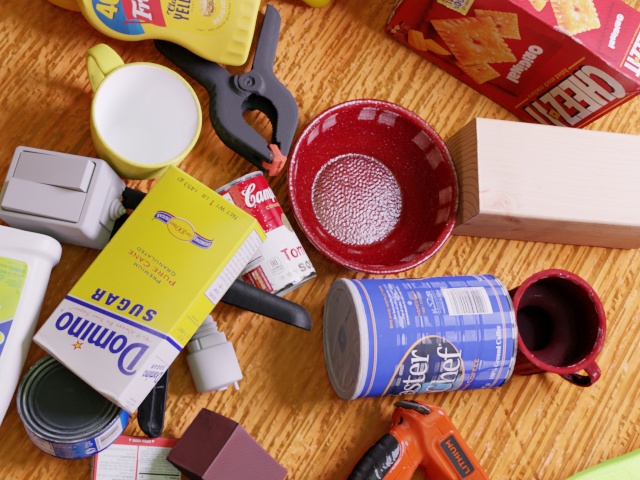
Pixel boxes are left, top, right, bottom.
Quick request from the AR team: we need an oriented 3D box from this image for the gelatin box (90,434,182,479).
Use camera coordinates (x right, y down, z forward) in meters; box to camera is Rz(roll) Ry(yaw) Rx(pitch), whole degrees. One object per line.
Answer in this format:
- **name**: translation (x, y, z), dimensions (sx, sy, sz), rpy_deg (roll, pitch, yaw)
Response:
- **gelatin box**: translation (-0.150, 0.203, 0.863), dimensions (0.073, 0.030, 0.089), rpy_deg (7, 76, -16)

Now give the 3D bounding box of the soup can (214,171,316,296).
- **soup can**: translation (-0.056, 0.001, 0.915), dimensions (0.068, 0.069, 0.102), rpy_deg (-27, 86, -20)

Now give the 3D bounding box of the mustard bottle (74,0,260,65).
- **mustard bottle**: translation (-0.147, -0.214, 0.897), dimensions (0.191, 0.058, 0.096), rpy_deg (12, 112, -7)

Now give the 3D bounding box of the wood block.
- **wood block**: translation (0.224, -0.050, 0.998), dimensions (0.205, 0.090, 0.091), rpy_deg (4, 76, -15)

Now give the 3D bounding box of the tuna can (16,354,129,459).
- **tuna can**: translation (-0.195, 0.129, 0.846), dimensions (0.086, 0.034, 0.086), rpy_deg (1, 52, -1)

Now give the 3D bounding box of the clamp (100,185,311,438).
- **clamp**: translation (-0.128, 0.045, 0.880), dimensions (0.164, 0.036, 0.210), rpy_deg (-42, 71, 2)

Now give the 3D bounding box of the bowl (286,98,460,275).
- **bowl**: translation (0.042, -0.043, 0.961), dimensions (0.162, 0.055, 0.162), rpy_deg (4, 77, -15)

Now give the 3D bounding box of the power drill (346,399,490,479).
- **power drill**: translation (0.057, 0.240, 0.889), dimensions (0.187, 0.057, 0.184), rpy_deg (-41, 110, -25)

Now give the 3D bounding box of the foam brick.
- **foam brick**: translation (-0.075, 0.181, 0.860), dimensions (0.053, 0.051, 0.078), rpy_deg (-53, 130, -20)

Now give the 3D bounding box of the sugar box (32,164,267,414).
- **sugar box**: translation (-0.132, 0.036, 0.834), dimensions (0.093, 0.048, 0.176), rpy_deg (32, 76, 21)

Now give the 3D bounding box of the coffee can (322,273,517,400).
- **coffee can**: translation (0.083, 0.082, 0.919), dimensions (0.140, 0.103, 0.103), rpy_deg (-2, 78, -17)

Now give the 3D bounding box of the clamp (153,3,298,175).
- **clamp**: translation (-0.078, -0.135, 0.946), dimensions (0.120, 0.039, 0.171), rpy_deg (-10, 64, -10)

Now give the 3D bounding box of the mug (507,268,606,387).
- **mug**: translation (0.205, 0.087, 0.965), dimensions (0.117, 0.082, 0.093), rpy_deg (45, 70, -3)

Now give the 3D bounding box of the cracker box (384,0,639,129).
- **cracker box**: translation (0.181, -0.189, 0.977), dimensions (0.213, 0.164, 0.072), rpy_deg (31, 73, -7)

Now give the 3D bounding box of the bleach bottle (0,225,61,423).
- **bleach bottle**: translation (-0.278, 0.113, 0.829), dimensions (0.102, 0.068, 0.251), rpy_deg (12, 77, -9)
